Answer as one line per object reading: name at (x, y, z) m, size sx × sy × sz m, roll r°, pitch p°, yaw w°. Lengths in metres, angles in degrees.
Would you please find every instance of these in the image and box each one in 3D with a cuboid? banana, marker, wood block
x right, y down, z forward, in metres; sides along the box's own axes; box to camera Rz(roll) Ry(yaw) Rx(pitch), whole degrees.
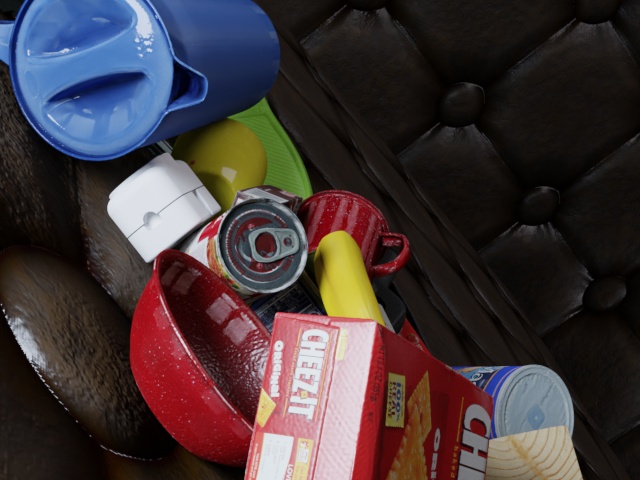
banana at (0.024, 0.037, 0.807) m, size 0.069 × 0.037 × 0.198 m, roll 50°, pitch 11°, yaw -19°
marker at (-0.129, -0.064, 0.999) m, size 0.121 × 0.020 × 0.020 m, roll 47°, pitch 12°, yaw -28°
wood block at (0.186, 0.243, 0.955) m, size 0.206 × 0.090 × 0.091 m, roll 69°, pitch 9°, yaw -62°

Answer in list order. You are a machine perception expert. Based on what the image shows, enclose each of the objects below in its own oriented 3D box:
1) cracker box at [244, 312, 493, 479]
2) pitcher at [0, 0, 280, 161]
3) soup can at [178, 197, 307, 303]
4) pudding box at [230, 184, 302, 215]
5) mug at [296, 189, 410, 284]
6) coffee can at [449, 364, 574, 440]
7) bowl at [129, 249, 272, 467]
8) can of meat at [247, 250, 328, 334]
cracker box at (0.034, 0.148, 0.631) m, size 0.213 × 0.072 × 0.164 m, roll 36°, pitch 61°, yaw -57°
pitcher at (-0.133, -0.147, 0.849) m, size 0.149 × 0.145 × 0.242 m, roll 57°, pitch 23°, yaw 1°
soup can at (-0.060, 0.013, 0.782) m, size 0.068 × 0.068 × 0.102 m, roll 51°, pitch -27°, yaw -7°
pudding box at (-0.056, 0.001, 0.900) m, size 0.039 × 0.090 × 0.113 m, roll 23°, pitch 9°, yaw 9°
mug at (0.022, 0.015, 0.956) m, size 0.081 × 0.117 × 0.093 m, roll -71°, pitch 156°, yaw -52°
coffee can at (0.171, 0.179, 1.089) m, size 0.102 × 0.102 × 0.141 m, roll 49°, pitch -29°, yaw -19°
bowl at (-0.069, 0.085, 0.668) m, size 0.162 × 0.055 × 0.162 m, roll 50°, pitch 11°, yaw -13°
can of meat at (-0.026, 0.057, 0.866) m, size 0.057 × 0.084 × 0.102 m, roll 53°, pitch 11°, yaw 3°
